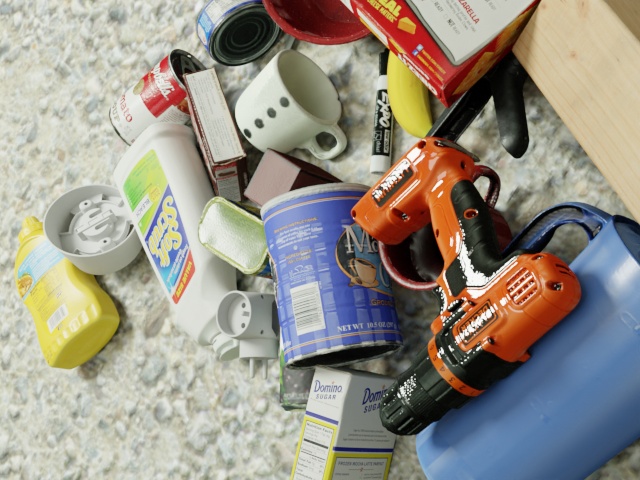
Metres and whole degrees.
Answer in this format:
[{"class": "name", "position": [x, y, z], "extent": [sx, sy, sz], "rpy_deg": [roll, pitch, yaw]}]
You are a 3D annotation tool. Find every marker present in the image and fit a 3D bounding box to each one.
[{"class": "marker", "position": [0.060, -0.122, 1.000], "extent": [0.020, 0.020, 0.121], "rpy_deg": [-2, 79, 37]}]

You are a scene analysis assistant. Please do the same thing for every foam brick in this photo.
[{"class": "foam brick", "position": [-0.022, -0.047, 1.010], "extent": [0.053, 0.078, 0.051], "rpy_deg": [35, 102, 39]}]

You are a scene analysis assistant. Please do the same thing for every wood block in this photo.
[{"class": "wood block", "position": [0.243, -0.104, 0.790], "extent": [0.206, 0.090, 0.090], "rpy_deg": [62, 140, 32]}]

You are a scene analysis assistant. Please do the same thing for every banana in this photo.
[{"class": "banana", "position": [0.098, -0.178, 0.975], "extent": [0.070, 0.037, 0.198], "rpy_deg": [7, 87, 14]}]

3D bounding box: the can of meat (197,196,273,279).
[{"class": "can of meat", "position": [-0.057, 0.001, 1.022], "extent": [0.102, 0.083, 0.057], "rpy_deg": [29, 98, 37]}]

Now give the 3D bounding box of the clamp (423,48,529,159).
[{"class": "clamp", "position": [0.141, -0.136, 0.913], "extent": [0.120, 0.039, 0.171], "rpy_deg": [-8, 57, 45]}]

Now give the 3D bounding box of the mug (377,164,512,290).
[{"class": "mug", "position": [0.114, -0.009, 0.895], "extent": [0.093, 0.081, 0.117], "rpy_deg": [33, 101, 37]}]

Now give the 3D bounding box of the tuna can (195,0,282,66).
[{"class": "tuna can", "position": [-0.082, -0.219, 1.087], "extent": [0.086, 0.086, 0.034], "rpy_deg": [-44, 59, 22]}]

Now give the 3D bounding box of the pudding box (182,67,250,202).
[{"class": "pudding box", "position": [-0.104, -0.104, 1.076], "extent": [0.039, 0.090, 0.113], "rpy_deg": [-19, 65, -8]}]

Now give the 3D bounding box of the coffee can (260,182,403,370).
[{"class": "coffee can", "position": [0.009, 0.033, 0.920], "extent": [0.103, 0.102, 0.140], "rpy_deg": [-19, 73, 33]}]

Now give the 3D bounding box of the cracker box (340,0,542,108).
[{"class": "cracker box", "position": [0.123, -0.241, 0.864], "extent": [0.214, 0.072, 0.164], "rpy_deg": [-43, 77, 2]}]

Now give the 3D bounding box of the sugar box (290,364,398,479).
[{"class": "sugar box", "position": [0.017, 0.199, 0.918], "extent": [0.048, 0.093, 0.176], "rpy_deg": [8, 85, 38]}]

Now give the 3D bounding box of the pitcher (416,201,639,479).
[{"class": "pitcher", "position": [0.178, 0.099, 0.795], "extent": [0.243, 0.144, 0.149], "rpy_deg": [-48, 29, 23]}]

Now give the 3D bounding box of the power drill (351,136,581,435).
[{"class": "power drill", "position": [0.088, 0.030, 0.798], "extent": [0.185, 0.057, 0.188], "rpy_deg": [-44, 48, 26]}]

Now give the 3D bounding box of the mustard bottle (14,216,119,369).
[{"class": "mustard bottle", "position": [-0.301, 0.046, 1.214], "extent": [0.096, 0.058, 0.192], "rpy_deg": [-45, 58, 20]}]

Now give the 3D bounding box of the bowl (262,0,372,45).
[{"class": "bowl", "position": [0.023, -0.259, 1.019], "extent": [0.162, 0.055, 0.162], "rpy_deg": [-2, 84, 20]}]

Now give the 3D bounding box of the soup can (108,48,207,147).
[{"class": "soup can", "position": [-0.171, -0.149, 1.151], "extent": [0.102, 0.068, 0.068], "rpy_deg": [-35, 61, 27]}]

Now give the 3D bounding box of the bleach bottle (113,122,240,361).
[{"class": "bleach bottle", "position": [-0.131, 0.005, 1.090], "extent": [0.103, 0.067, 0.251], "rpy_deg": [-45, 59, 31]}]
